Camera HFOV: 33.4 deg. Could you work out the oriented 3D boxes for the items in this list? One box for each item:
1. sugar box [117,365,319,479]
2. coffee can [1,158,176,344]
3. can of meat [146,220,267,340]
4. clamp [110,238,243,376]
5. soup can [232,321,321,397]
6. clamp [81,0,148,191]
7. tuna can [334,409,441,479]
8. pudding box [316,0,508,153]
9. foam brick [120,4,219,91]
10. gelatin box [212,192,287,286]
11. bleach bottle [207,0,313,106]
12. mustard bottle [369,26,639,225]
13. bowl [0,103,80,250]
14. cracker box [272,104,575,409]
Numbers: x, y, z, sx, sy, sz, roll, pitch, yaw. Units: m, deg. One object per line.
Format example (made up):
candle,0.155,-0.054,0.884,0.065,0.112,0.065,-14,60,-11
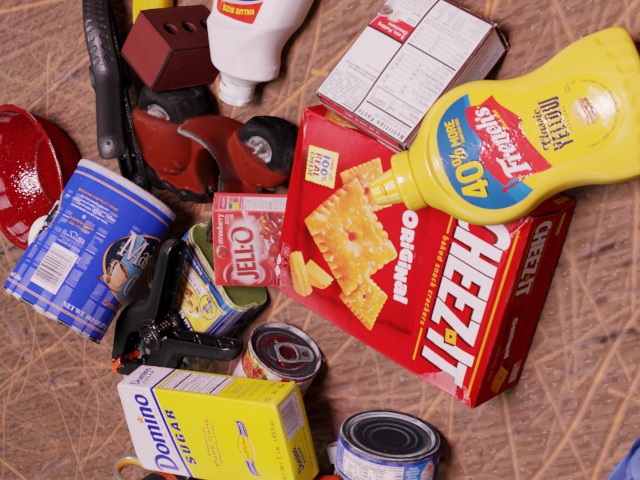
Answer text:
sugar box,-0.093,0.165,0.942,0.176,0.048,0.093,0,113,30
coffee can,-0.213,0.010,0.987,0.103,0.102,0.140,23,79,37
can of meat,-0.106,0.044,1.009,0.084,0.057,0.102,-45,71,39
clamp,-0.148,0.073,0.986,0.172,0.039,0.120,-26,82,41
soup can,-0.049,0.133,0.973,0.068,0.068,0.102,45,129,24
clamp,-0.199,-0.152,1.006,0.164,0.036,0.210,138,121,-85
tuna can,0.056,0.173,0.874,0.086,0.085,0.034,21,114,38
pudding box,0.065,-0.123,0.772,0.090,0.039,0.113,36,88,29
foam brick,-0.127,-0.172,0.950,0.053,0.078,0.051,50,130,18
gelatin box,-0.056,0.001,0.925,0.030,0.073,0.089,-91,4,-49
bleach bottle,-0.036,-0.220,0.863,0.103,0.067,0.251,39,128,29
mustard bottle,0.123,-0.063,0.703,0.192,0.058,0.096,-20,85,15
bowl,-0.307,-0.071,1.163,0.162,0.055,0.162,14,112,40
cracker box,0.067,0.005,0.823,0.214,0.071,0.164,30,121,33
